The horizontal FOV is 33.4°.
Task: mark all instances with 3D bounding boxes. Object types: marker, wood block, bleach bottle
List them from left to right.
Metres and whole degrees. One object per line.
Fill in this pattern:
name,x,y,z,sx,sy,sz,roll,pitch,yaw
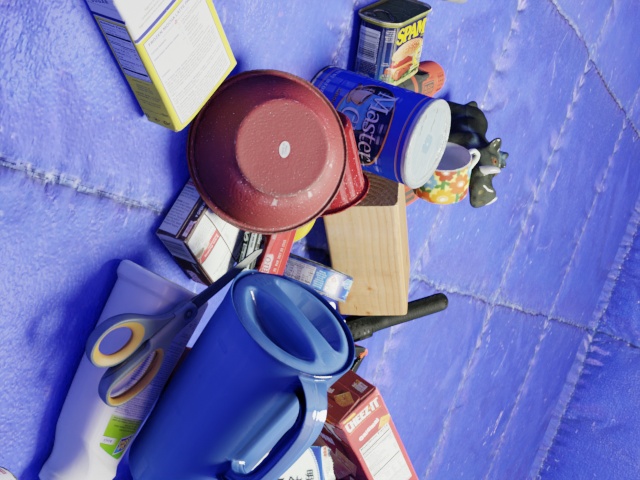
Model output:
bleach bottle,-0.200,0.149,1.002,0.251,0.068,0.102,-63,151,-5
marker,-0.066,-0.016,1.093,0.020,0.020,0.121,-4,111,-62
wood block,0.061,-0.005,1.324,0.206,0.090,0.090,80,14,-47

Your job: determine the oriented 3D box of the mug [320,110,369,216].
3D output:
mug,-0.007,-0.076,1.101,0.117,0.093,0.081,-51,139,-41

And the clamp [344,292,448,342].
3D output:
clamp,0.062,0.112,1.421,0.209,0.165,0.036,-12,83,-51

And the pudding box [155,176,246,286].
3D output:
pudding box,-0.111,-0.013,1.073,0.090,0.039,0.113,-62,157,-19

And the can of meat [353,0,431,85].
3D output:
can of meat,0.082,-0.233,1.255,0.101,0.057,0.084,-35,142,-49

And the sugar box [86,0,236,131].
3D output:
sugar box,-0.133,-0.183,0.888,0.093,0.048,0.176,-55,148,-24

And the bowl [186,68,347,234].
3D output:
bowl,-0.043,-0.086,1.011,0.162,0.162,0.055,-64,-164,-7

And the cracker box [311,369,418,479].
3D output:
cracker box,0.022,0.229,1.329,0.072,0.164,0.213,-42,135,-19

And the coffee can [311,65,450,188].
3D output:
coffee can,0.060,-0.128,1.195,0.102,0.140,0.103,-43,145,-41

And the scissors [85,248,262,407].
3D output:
scissors,-0.135,0.060,0.957,0.201,0.016,0.096,-51,140,-13

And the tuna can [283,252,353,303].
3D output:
tuna can,-0.005,0.044,1.270,0.086,0.086,0.034,25,85,-64

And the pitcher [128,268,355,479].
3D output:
pitcher,-0.081,0.160,1.012,0.243,0.145,0.149,-53,177,28

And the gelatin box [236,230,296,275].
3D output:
gelatin box,-0.057,0.001,1.139,0.030,0.089,0.073,17,96,-21

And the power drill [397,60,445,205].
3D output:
power drill,0.094,-0.130,1.358,0.184,0.057,0.188,-28,134,-53
